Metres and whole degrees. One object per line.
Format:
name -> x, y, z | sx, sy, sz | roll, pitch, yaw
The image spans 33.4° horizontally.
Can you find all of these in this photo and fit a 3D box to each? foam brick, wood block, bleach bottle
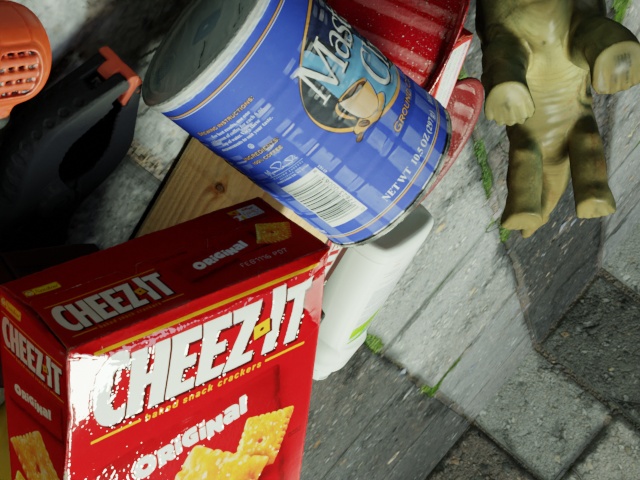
foam brick -> -0.148, 0.039, 0.586 | 0.051, 0.053, 0.078 | -48, 161, 23
wood block -> -0.067, 0.009, 0.739 | 0.206, 0.091, 0.090 | -57, 159, 19
bleach bottle -> 0.029, 0.063, 1.094 | 0.102, 0.068, 0.251 | -31, 155, -42

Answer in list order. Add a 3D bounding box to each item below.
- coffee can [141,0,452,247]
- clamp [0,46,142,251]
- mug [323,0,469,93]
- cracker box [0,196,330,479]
coffee can -> -0.012, -0.075, 0.587 | 0.140, 0.103, 0.103 | 37, 94, -28
clamp -> -0.148, -0.026, 0.580 | 0.171, 0.039, 0.120 | -46, 168, 9
mug -> 0.034, -0.132, 0.687 | 0.117, 0.081, 0.093 | 127, -18, -55
cracker box -> -0.082, 0.102, 0.581 | 0.163, 0.072, 0.214 | -22, 132, -39
